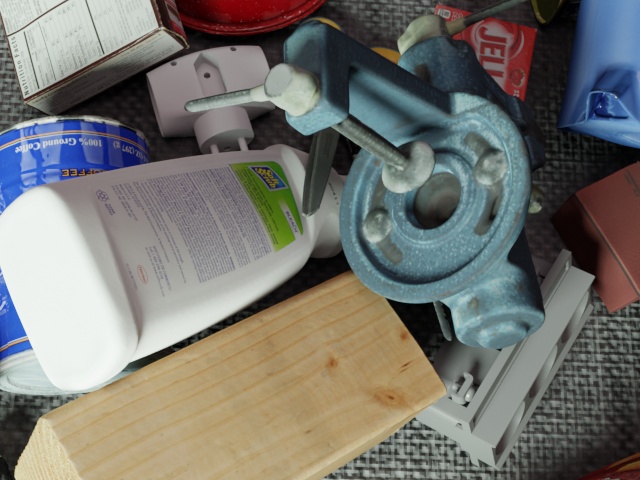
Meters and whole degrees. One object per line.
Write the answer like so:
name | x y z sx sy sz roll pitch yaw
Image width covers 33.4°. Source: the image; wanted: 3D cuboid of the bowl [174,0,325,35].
bowl | -0.058 -0.223 0.734 0.162 0.055 0.162 0 66 0

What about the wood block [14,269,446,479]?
wood block | -0.046 0.103 0.578 0.205 0.091 0.090 -24 73 -34

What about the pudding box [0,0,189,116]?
pudding box | -0.152 -0.145 0.698 0.114 0.039 0.090 -24 74 17

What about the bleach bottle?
bleach bottle | -0.054 0.001 0.603 0.250 0.068 0.102 -16 78 -51

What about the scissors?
scissors | 0.025 -0.079 0.680 0.096 0.016 0.202 7 43 -16

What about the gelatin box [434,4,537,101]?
gelatin box | 0.104 -0.112 0.732 0.073 0.030 0.089 15 71 0

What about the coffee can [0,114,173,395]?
coffee can | -0.145 0.011 0.631 0.102 0.103 0.140 -7 72 -7
